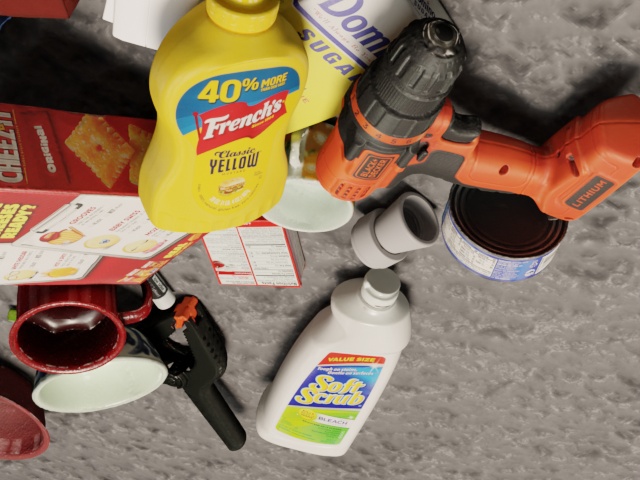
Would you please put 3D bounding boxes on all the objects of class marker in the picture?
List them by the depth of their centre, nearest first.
[{"bbox_3d":[-0.162,0.018,0.934,0.020,0.020,0.121,-6,139,22],"label":"marker"}]

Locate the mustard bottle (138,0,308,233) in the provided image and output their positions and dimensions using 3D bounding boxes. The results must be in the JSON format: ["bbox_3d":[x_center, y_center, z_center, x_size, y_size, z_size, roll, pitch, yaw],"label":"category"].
[{"bbox_3d":[-0.056,-0.088,0.649,0.096,0.058,0.192,-11,142,-23],"label":"mustard bottle"}]

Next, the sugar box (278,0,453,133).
[{"bbox_3d":[-0.009,-0.123,0.691,0.177,0.048,0.093,-15,134,33],"label":"sugar box"}]

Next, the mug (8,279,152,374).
[{"bbox_3d":[-0.199,0.050,0.891,0.117,0.081,0.093,-8,137,-5],"label":"mug"}]

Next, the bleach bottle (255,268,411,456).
[{"bbox_3d":[0.014,0.106,0.961,0.102,0.068,0.251,16,140,-4],"label":"bleach bottle"}]

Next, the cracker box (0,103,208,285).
[{"bbox_3d":[-0.183,-0.028,0.768,0.213,0.072,0.164,2,155,-42],"label":"cracker box"}]

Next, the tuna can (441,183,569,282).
[{"bbox_3d":[0.130,-0.013,0.757,0.086,0.086,0.034,12,144,1],"label":"tuna can"}]

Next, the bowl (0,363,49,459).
[{"bbox_3d":[-0.365,0.176,1.163,0.162,0.055,0.162,8,142,6],"label":"bowl"}]

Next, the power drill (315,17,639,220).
[{"bbox_3d":[0.105,-0.070,0.669,0.187,0.057,0.185,8,158,-14],"label":"power drill"}]

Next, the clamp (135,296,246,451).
[{"bbox_3d":[-0.131,0.131,1.048,0.164,0.036,0.210,24,139,-1],"label":"clamp"}]

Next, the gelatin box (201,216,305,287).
[{"bbox_3d":[-0.056,0.001,0.874,0.073,0.030,0.089,1,141,13],"label":"gelatin box"}]
